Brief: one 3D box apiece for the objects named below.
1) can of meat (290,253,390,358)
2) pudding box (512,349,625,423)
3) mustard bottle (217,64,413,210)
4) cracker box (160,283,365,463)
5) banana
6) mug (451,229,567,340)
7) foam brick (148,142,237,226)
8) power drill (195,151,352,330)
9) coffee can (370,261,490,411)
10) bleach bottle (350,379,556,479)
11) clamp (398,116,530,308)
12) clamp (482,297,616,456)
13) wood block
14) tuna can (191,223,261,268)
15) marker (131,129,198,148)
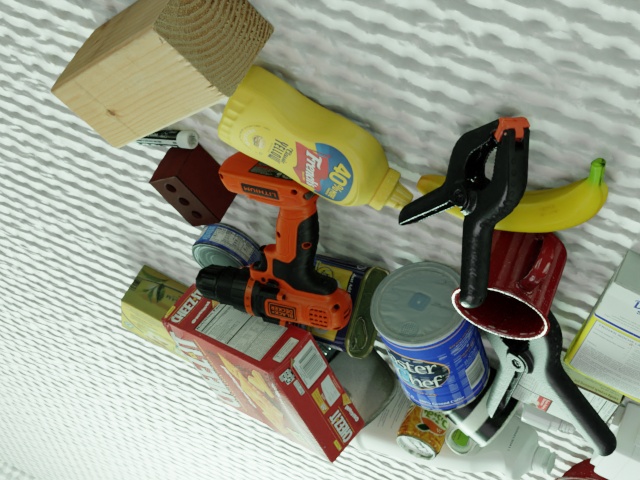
[{"bbox_3d":[0.020,0.070,1.180,0.084,0.102,0.057,14,177,32],"label":"can of meat"},{"bbox_3d":[0.268,0.159,1.159,0.113,0.039,0.090,22,150,10],"label":"pudding box"},{"bbox_3d":[0.001,-0.083,0.994,0.191,0.058,0.096,30,147,-1],"label":"mustard bottle"},{"bbox_3d":[-0.069,0.152,1.235,0.214,0.072,0.164,18,147,45],"label":"cracker box"},{"bbox_3d":[0.174,-0.037,0.933,0.198,0.037,0.069,-4,119,45],"label":"banana"},{"bbox_3d":[0.181,0.029,0.975,0.093,0.081,0.117,27,155,-3],"label":"mug"},{"bbox_3d":[-0.137,-0.061,1.165,0.053,0.051,0.078,-6,135,48],"label":"foam brick"},{"bbox_3d":[-0.057,0.001,1.116,0.185,0.057,0.188,10,126,22],"label":"power drill"},{"bbox_3d":[0.119,0.104,1.139,0.103,0.102,0.140,13,148,29],"label":"coffee can"},{"bbox_3d":[0.165,0.246,1.327,0.251,0.102,0.068,14,154,30],"label":"bleach bottle"},{"bbox_3d":[0.133,-0.027,0.907,0.120,0.039,0.172,56,140,23],"label":"clamp"},{"bbox_3d":[0.206,0.119,1.091,0.165,0.036,0.210,1,120,54],"label":"clamp"},{"bbox_3d":[-0.149,-0.163,0.969,0.090,0.090,0.207,42,149,-24],"label":"wood block"},{"bbox_3d":[-0.112,0.018,1.289,0.086,0.033,0.086,23,151,13],"label":"tuna can"},{"bbox_3d":[-0.183,-0.112,1.159,0.121,0.020,0.020,7,145,36],"label":"marker"}]
